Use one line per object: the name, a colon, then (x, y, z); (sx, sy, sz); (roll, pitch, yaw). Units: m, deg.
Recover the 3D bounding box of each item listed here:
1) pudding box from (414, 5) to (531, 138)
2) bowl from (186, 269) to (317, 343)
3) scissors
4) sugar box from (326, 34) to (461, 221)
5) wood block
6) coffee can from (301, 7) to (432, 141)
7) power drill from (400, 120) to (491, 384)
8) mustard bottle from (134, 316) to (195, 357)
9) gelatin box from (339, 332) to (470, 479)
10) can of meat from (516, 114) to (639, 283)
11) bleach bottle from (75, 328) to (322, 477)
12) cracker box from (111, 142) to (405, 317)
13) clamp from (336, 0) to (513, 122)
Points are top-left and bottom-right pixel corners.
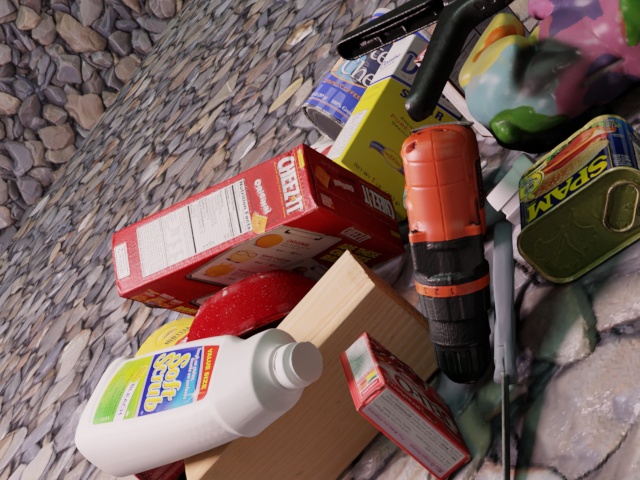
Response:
pudding box: (0.151, -0.158, 0.965); (0.090, 0.113, 0.039); (-51, 29, -5)
bowl: (-0.057, 0.071, 0.942); (0.162, 0.055, 0.162); (-24, -17, -8)
scissors: (0.122, 0.065, 0.705); (0.016, 0.096, 0.201); (-2, 35, 11)
sugar box: (0.079, -0.112, 1.060); (0.048, 0.093, 0.176); (-12, 43, 57)
wood block: (-0.007, 0.121, 0.840); (0.206, 0.090, 0.090); (-48, 20, 5)
coffee can: (0.061, -0.171, 1.183); (0.140, 0.102, 0.103); (-52, 21, -7)
power drill: (0.099, -0.006, 0.804); (0.057, 0.184, 0.187); (-6, 16, 8)
mustard bottle: (-0.124, 0.121, 1.117); (0.096, 0.058, 0.192); (-36, 15, -25)
gelatin box: (0.058, 0.112, 0.728); (0.030, 0.089, 0.073); (-44, 22, 11)
can of meat: (0.188, -0.032, 0.757); (0.102, 0.057, 0.084); (-38, 22, 29)
bleach bottle: (-0.087, 0.112, 0.803); (0.251, 0.068, 0.102); (-25, 31, 45)
cracker box: (-0.056, 0.001, 0.971); (0.214, 0.164, 0.072); (-23, 66, 24)
clamp: (0.109, -0.206, 0.921); (0.210, 0.036, 0.165); (-48, 37, 0)
